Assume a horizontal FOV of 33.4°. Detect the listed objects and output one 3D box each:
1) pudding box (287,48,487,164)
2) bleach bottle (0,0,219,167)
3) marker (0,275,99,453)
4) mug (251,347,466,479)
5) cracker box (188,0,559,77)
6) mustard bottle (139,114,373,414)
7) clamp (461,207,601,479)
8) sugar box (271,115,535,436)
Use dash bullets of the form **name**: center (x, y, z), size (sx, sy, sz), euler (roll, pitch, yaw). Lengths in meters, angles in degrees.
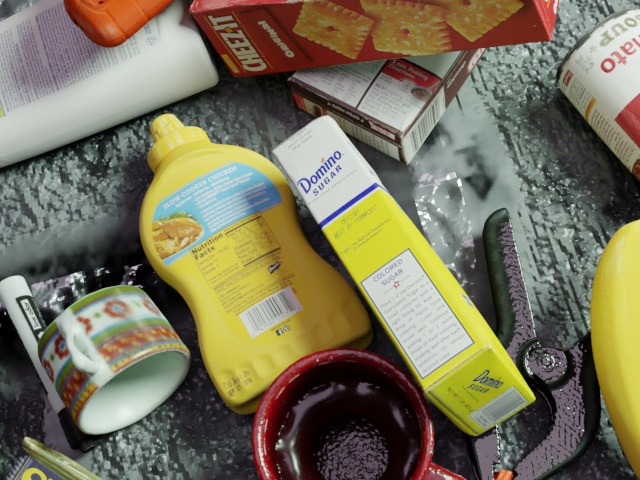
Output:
- **pudding box**: center (0.046, -0.118, 0.686), size (0.090, 0.039, 0.113), euler (29, 72, 19)
- **bleach bottle**: center (-0.199, -0.103, 0.697), size (0.251, 0.068, 0.102), euler (-21, 66, 1)
- **marker**: center (-0.165, 0.075, 0.646), size (0.020, 0.020, 0.121), euler (-30, 69, -5)
- **mug**: center (0.026, 0.117, 0.573), size (0.117, 0.081, 0.093), euler (17, 72, 13)
- **cracker box**: center (0.042, -0.191, 0.648), size (0.214, 0.072, 0.164), euler (0, 58, 30)
- **mustard bottle**: center (-0.054, 0.001, 0.640), size (0.096, 0.058, 0.192), euler (-30, 69, -4)
- **clamp**: center (0.136, 0.070, 0.603), size (0.120, 0.039, 0.171), euler (10, 74, 16)
- **sugar box**: center (0.044, 0.017, 0.583), size (0.048, 0.093, 0.176), euler (-34, 57, 7)
